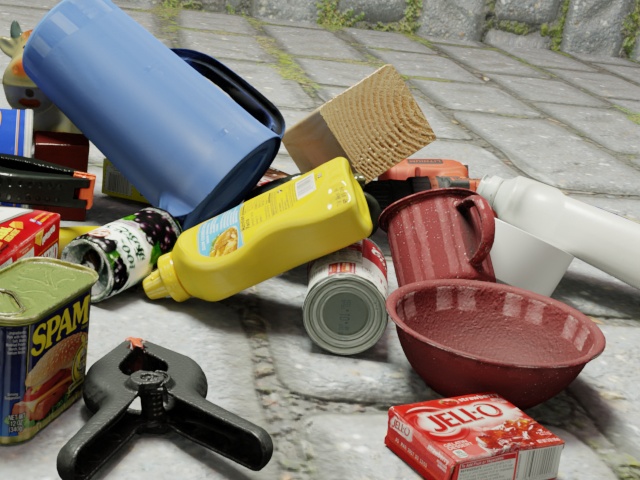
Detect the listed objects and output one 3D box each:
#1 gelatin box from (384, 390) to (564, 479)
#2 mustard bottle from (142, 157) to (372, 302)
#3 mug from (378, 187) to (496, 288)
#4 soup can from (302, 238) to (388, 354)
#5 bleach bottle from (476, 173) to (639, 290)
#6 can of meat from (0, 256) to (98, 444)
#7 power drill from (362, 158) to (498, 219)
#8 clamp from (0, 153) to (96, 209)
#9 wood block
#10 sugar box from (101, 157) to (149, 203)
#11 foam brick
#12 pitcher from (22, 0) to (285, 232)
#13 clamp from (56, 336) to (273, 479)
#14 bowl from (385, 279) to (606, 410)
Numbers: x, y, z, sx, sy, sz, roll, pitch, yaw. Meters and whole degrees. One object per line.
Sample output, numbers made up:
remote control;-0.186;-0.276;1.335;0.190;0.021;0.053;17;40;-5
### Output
gelatin box;0.097;0.127;0.678;0.089;0.030;0.073;-2;20;-30
mustard bottle;-0.055;0.001;0.857;0.192;0.058;0.096;-24;27;8
mug;0.108;0.007;0.900;0.093;0.081;0.117;6;-28;-33
soup can;0.020;0.041;0.852;0.068;0.068;0.102;8;18;0
bleach bottle;0.264;-0.003;1.012;0.251;0.068;0.102;26;7;19
can of meat;-0.183;0.066;0.660;0.057;0.084;0.102;12;18;13
power drill;0.116;-0.051;1.161;0.184;0.057;0.188;3;11;-9
clamp;-0.293;-0.060;0.880;0.209;0.036;0.165;8;13;-15
wood block;0.033;-0.110;1.133;0.090;0.090;0.206;-34;6;-11
sugar box;-0.158;-0.078;1.184;0.093;0.048;0.176;13;15;18
foam brick;-0.255;-0.064;1.044;0.053;0.078;0.051;3;20;-15
pitcher;-0.158;-0.129;1.026;0.243;0.145;0.149;43;9;7
clamp;-0.095;0.102;0.659;0.120;0.039;0.171;6;18;-10
bowl;0.124;0.082;0.790;0.162;0.055;0.162;7;18;-2
